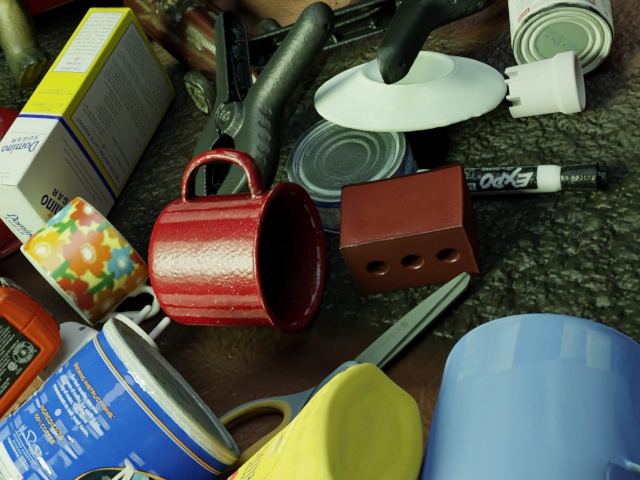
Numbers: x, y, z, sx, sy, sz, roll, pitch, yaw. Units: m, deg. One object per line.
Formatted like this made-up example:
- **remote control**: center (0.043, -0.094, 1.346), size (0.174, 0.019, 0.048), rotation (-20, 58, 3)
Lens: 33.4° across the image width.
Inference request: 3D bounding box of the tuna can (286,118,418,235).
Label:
- **tuna can**: center (0.021, -0.047, 0.717), size (0.086, 0.033, 0.086), rotation (-11, 49, 13)

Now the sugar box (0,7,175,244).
- **sugar box**: center (-0.173, -0.077, 0.780), size (0.048, 0.093, 0.176), rotation (8, 55, 28)

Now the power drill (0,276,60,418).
- **power drill**: center (-0.258, 0.073, 0.683), size (0.188, 0.057, 0.184), rotation (18, 67, 51)

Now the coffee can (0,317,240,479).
- **coffee can**: center (-0.128, 0.126, 0.571), size (0.140, 0.102, 0.103), rotation (-43, 49, -4)

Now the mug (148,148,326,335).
- **mug**: center (-0.054, 0.001, 0.657), size (0.082, 0.117, 0.093), rotation (-2, 21, 26)

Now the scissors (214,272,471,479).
- **scissors**: center (0.019, 0.097, 0.609), size (0.201, 0.016, 0.096), rotation (-28, 49, -2)

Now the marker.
- **marker**: center (0.121, -0.038, 0.680), size (0.121, 0.020, 0.020), rotation (-1, 51, 20)

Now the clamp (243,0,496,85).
- **clamp**: center (0.055, -0.168, 0.777), size (0.165, 0.036, 0.209), rotation (12, 39, 44)

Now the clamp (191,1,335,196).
- **clamp**: center (-0.056, -0.087, 0.736), size (0.120, 0.039, 0.171), rotation (25, 93, 56)

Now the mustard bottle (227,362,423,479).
- **mustard bottle**: center (-0.033, 0.143, 0.518), size (0.192, 0.058, 0.096), rotation (-45, 8, 31)

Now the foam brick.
- **foam brick**: center (0.056, -0.006, 0.656), size (0.078, 0.053, 0.051), rotation (-11, 48, 14)

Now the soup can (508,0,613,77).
- **soup can**: center (0.164, -0.169, 0.740), size (0.068, 0.068, 0.102), rotation (-8, 50, 15)
